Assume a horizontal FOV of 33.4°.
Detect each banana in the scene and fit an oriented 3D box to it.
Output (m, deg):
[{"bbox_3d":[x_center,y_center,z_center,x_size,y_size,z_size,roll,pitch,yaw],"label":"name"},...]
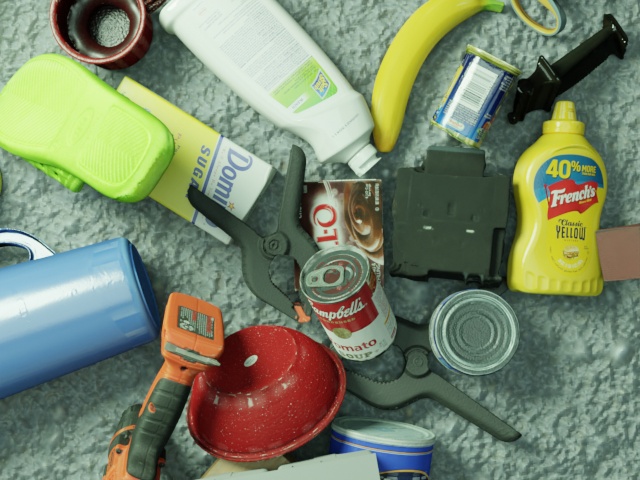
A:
[{"bbox_3d":[0.101,-0.183,1.073,0.069,0.037,0.198,39,91,1],"label":"banana"}]

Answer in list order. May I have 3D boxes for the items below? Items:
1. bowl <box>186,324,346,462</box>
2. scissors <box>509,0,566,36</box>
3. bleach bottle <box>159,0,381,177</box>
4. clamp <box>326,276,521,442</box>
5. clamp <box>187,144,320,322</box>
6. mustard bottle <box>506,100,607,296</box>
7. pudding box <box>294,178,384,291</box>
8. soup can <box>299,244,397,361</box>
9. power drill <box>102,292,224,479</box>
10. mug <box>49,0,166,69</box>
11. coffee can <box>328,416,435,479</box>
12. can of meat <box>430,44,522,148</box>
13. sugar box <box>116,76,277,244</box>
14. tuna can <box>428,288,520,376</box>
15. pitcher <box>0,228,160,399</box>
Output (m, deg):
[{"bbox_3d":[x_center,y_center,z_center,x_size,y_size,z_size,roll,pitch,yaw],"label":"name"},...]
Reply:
[{"bbox_3d":[-0.059,0.131,1.016,0.162,0.162,0.055,-18,127,1],"label":"bowl"},{"bbox_3d":[0.186,-0.294,1.056,0.202,0.096,0.016,53,47,-1],"label":"scissors"},{"bbox_3d":[-0.040,-0.159,1.061,0.102,0.068,0.251,-42,90,0],"label":"bleach bottle"},{"bbox_3d":[0.102,0.112,1.074,0.210,0.036,0.164,5,83,2],"label":"clamp"},{"bbox_3d":[-0.057,0.001,1.039,0.120,0.039,0.171,-13,92,4],"label":"clamp"},{"bbox_3d":[0.237,-0.042,1.058,0.096,0.058,0.191,4,89,-17],"label":"mustard bottle"},{"bbox_3d":[0.018,-0.005,1.074,0.090,0.039,0.113,-2,90,1],"label":"pudding box"},{"bbox_3d":[0.029,0.061,1.021,0.068,0.102,0.068,-13,47,14],"label":"soup can"},{"bbox_3d":[-0.148,0.147,0.992,0.057,0.184,0.188,19,105,-14],"label":"power drill"},{"bbox_3d":[-0.202,-0.221,1.056,0.117,0.081,0.093,-32,90,1],"label":"mug"},{"bbox_3d":[0.052,0.252,1.043,0.103,0.103,0.140,8,91,1],"label":"coffee can"},{"bbox_3d":[0.148,-0.139,1.036,0.057,0.102,0.084,28,100,1],"label":"can of meat"},{"bbox_3d":[-0.142,-0.079,1.074,0.176,0.048,0.093,31,93,3],"label":"sugar box"},{"bbox_3d":[0.150,0.090,1.041,0.086,0.034,0.086,0,84,-2],"label":"tuna can"},{"bbox_3d":[-0.289,0.072,1.042,0.243,0.145,0.149,-18,119,-3],"label":"pitcher"}]
